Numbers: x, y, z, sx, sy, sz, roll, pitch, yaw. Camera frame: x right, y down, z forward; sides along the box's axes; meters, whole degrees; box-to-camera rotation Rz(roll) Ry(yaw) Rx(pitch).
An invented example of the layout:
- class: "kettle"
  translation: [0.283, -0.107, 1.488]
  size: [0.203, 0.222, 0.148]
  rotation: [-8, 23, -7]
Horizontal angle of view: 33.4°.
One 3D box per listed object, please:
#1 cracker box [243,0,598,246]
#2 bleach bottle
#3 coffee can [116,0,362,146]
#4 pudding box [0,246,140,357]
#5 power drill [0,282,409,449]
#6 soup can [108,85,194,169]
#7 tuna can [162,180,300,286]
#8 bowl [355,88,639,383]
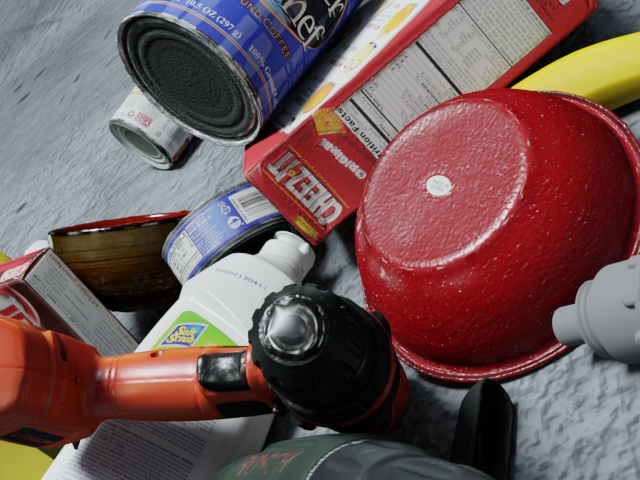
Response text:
- class: "cracker box"
  translation: [0.052, -0.110, 0.663]
  size: [0.214, 0.072, 0.164]
  rotation: [-40, 18, 13]
- class: "bleach bottle"
  translation: [-0.067, 0.098, 0.578]
  size: [0.103, 0.068, 0.250]
  rotation: [22, 58, 18]
- class: "coffee can"
  translation: [-0.041, -0.142, 0.650]
  size: [0.103, 0.102, 0.140]
  rotation: [-3, 45, 51]
- class: "pudding box"
  translation: [-0.183, 0.061, 0.733]
  size: [0.090, 0.113, 0.039]
  rotation: [-15, 34, 44]
- class: "power drill"
  translation: [-0.059, 0.059, 0.466]
  size: [0.188, 0.184, 0.057]
  rotation: [-2, 73, 11]
- class: "soup can"
  translation: [-0.130, -0.122, 0.938]
  size: [0.069, 0.068, 0.102]
  rotation: [7, 60, 55]
- class: "tuna can"
  translation: [-0.054, 0.001, 0.672]
  size: [0.086, 0.086, 0.034]
  rotation: [-40, 72, 12]
- class: "bowl"
  translation: [0.073, -0.016, 0.516]
  size: [0.162, 0.055, 0.162]
  rotation: [-22, 52, 30]
